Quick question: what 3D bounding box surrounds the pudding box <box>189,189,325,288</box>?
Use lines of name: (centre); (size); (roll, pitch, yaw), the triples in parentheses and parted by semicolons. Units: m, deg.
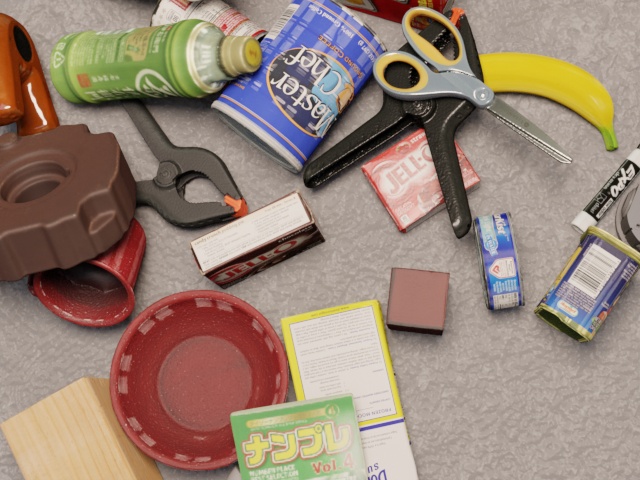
pudding box: (-0.056, 0.001, 0.980); (0.113, 0.090, 0.039); (-27, 78, 1)

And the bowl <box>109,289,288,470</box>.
bowl: (-0.109, 0.129, 0.978); (0.162, 0.055, 0.162); (0, 78, 0)

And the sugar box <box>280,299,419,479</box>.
sugar box: (0.027, 0.148, 0.969); (0.093, 0.048, 0.176); (-12, 83, 5)

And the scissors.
scissors: (0.123, -0.121, 0.942); (0.096, 0.016, 0.202); (-34, 73, 1)

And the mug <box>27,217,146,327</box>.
mug: (-0.219, 0.022, 0.990); (0.117, 0.093, 0.081); (-15, 40, 22)

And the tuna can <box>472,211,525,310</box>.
tuna can: (0.159, 0.019, 0.953); (0.034, 0.086, 0.086); (-9, 80, 7)

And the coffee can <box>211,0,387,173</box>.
coffee can: (-0.019, -0.148, 0.993); (0.103, 0.103, 0.140); (36, 87, 11)

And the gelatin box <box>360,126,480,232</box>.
gelatin box: (0.094, -0.061, 1.002); (0.089, 0.030, 0.073); (-32, 78, 1)

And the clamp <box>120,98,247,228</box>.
clamp: (-0.146, -0.070, 1.029); (0.171, 0.039, 0.120); (14, 88, 12)

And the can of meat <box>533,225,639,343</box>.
can of meat: (0.233, 0.041, 0.933); (0.057, 0.102, 0.084); (35, 88, 11)

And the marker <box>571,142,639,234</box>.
marker: (0.277, -0.055, 0.984); (0.020, 0.020, 0.121); (40, 87, 11)

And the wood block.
wood block: (-0.191, 0.234, 0.958); (0.090, 0.091, 0.206); (-29, 78, 1)

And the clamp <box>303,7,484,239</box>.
clamp: (0.099, -0.110, 0.972); (0.165, 0.036, 0.210); (27, 84, 21)

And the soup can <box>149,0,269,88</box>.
soup can: (-0.105, -0.198, 1.029); (0.102, 0.068, 0.068); (36, 87, 11)

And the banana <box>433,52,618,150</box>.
banana: (0.190, -0.142, 0.999); (0.198, 0.037, 0.069); (16, 83, 9)

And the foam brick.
foam brick: (0.088, 0.056, 0.960); (0.051, 0.078, 0.053); (5, 83, 7)
